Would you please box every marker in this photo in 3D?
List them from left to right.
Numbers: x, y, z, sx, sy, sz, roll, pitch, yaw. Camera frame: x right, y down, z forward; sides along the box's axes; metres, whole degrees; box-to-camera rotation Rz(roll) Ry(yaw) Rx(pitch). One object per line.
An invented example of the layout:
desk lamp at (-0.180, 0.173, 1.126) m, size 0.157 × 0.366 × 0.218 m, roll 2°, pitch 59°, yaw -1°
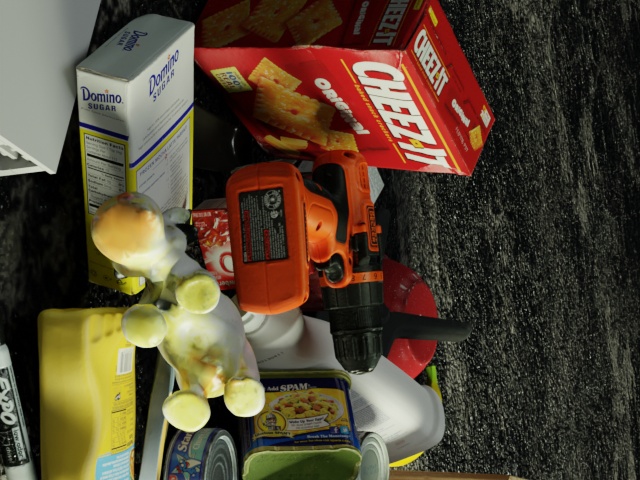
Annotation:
marker at (-0.200, 0.097, 0.672) m, size 0.020 × 0.020 × 0.121 m, roll -27°, pitch 110°, yaw -60°

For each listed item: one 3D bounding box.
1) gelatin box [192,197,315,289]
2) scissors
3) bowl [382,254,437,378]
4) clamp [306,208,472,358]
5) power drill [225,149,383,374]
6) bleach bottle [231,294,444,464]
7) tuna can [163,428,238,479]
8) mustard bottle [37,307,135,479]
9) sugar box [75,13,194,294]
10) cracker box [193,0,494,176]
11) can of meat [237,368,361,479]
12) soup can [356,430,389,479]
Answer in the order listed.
gelatin box at (-0.056, 0.001, 0.877) m, size 0.030 × 0.089 × 0.073 m, roll -44°, pitch 125°, yaw -57°
scissors at (-0.113, 0.086, 0.790) m, size 0.096 × 0.016 × 0.201 m, roll 112°, pitch -15°, yaw -68°
bowl at (0.086, 0.091, 1.166) m, size 0.161 × 0.055 × 0.162 m, roll 14°, pitch 73°, yaw -60°
clamp at (0.046, 0.063, 1.071) m, size 0.209 × 0.036 × 0.164 m, roll -24°, pitch 80°, yaw -40°
power drill at (-0.003, 0.016, 0.811) m, size 0.187 × 0.057 × 0.184 m, roll 5°, pitch 77°, yaw -69°
bleach bottle at (0.009, 0.118, 0.952) m, size 0.250 × 0.103 × 0.068 m, roll 45°, pitch 28°, yaw -40°
tuna can at (-0.091, 0.188, 0.825) m, size 0.086 × 0.034 × 0.086 m, roll -2°, pitch 90°, yaw -77°
mustard bottle at (-0.153, 0.140, 0.707) m, size 0.096 × 0.058 × 0.191 m, roll 29°, pitch 60°, yaw -83°
sugar box at (-0.125, -0.058, 0.738) m, size 0.093 × 0.048 × 0.176 m, roll -57°, pitch 156°, yaw -50°
cracker box at (0.016, -0.130, 0.895) m, size 0.164 × 0.214 × 0.072 m, roll 51°, pitch 56°, yaw -48°
can of meat at (-0.019, 0.156, 0.884) m, size 0.084 × 0.102 × 0.057 m, roll -100°, pitch -167°, yaw -48°
soup can at (0.001, 0.201, 0.944) m, size 0.068 × 0.102 × 0.068 m, roll 13°, pitch 75°, yaw -60°
